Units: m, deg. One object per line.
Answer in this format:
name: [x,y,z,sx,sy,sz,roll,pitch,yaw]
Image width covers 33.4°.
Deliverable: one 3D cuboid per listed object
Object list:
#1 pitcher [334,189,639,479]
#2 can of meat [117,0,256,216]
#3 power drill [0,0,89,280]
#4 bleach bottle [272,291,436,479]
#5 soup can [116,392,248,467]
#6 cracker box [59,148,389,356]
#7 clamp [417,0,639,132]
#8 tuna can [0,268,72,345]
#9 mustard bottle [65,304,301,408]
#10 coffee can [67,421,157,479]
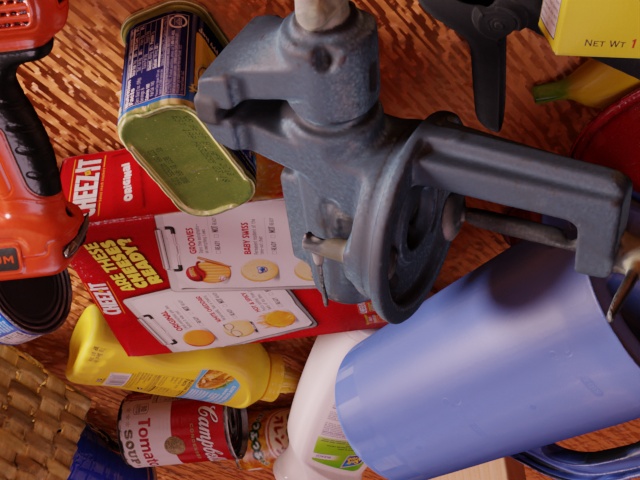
pitcher: [0.129,0.083,0.687,0.144,0.149,0.243,15,146,-36]
can of meat: [-0.076,-0.076,0.630,0.057,0.084,0.102,-17,141,18]
power drill: [-0.220,-0.065,0.608,0.184,0.057,0.187,-4,120,7]
bleach bottle: [0.015,0.142,0.892,0.102,0.068,0.251,13,127,-19]
soup can: [-0.122,0.166,0.953,0.102,0.068,0.068,-7,143,10]
cracker box: [-0.055,0.001,0.743,0.214,0.072,0.164,-7,142,7]
clamp: [0.099,-0.126,0.603,0.171,0.039,0.120,39,135,-24]
tuna can: [-0.218,0.030,0.759,0.034,0.086,0.086,-21,139,25]
mustard bottle: [-0.106,0.101,0.879,0.191,0.058,0.096,13,150,-20]
coffee can: [-0.234,0.217,0.989,0.103,0.103,0.140,-22,138,24]
